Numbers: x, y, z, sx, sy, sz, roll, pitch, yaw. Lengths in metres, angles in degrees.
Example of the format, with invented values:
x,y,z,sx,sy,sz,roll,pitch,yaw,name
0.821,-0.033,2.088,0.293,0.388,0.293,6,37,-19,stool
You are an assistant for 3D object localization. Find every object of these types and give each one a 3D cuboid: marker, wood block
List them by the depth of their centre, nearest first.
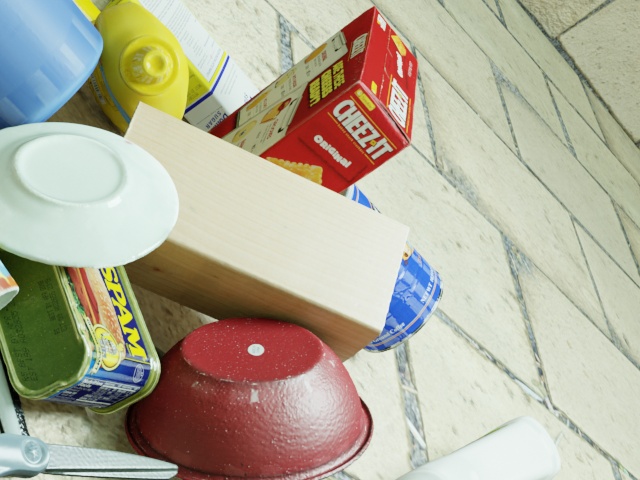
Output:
x,y,z,sx,sy,sz,roll,pitch,yaw,name
-0.186,0.075,0.609,0.020,0.020,0.121,15,47,-56,marker
-0.055,0.001,0.742,0.206,0.090,0.090,24,60,-12,wood block

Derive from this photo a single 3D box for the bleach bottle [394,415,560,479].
x,y,z,sx,sy,sz,roll,pitch,yaw,name
0.122,0.209,0.918,0.068,0.103,0.250,59,23,18,bleach bottle

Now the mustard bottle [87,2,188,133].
x,y,z,sx,sy,sz,roll,pitch,yaw,name
-0.135,-0.125,0.785,0.192,0.058,0.096,-159,-130,-72,mustard bottle

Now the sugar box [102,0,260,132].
x,y,z,sx,sy,sz,roll,pitch,yaw,name
-0.123,-0.164,0.993,0.176,0.048,0.093,51,24,-21,sugar box

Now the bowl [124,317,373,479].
x,y,z,sx,sy,sz,roll,pitch,yaw,name
-0.044,0.093,0.685,0.162,0.162,0.055,-53,149,-65,bowl

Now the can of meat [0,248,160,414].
x,y,z,sx,sy,sz,roll,pitch,yaw,name
-0.150,0.049,0.639,0.102,0.057,0.083,66,12,19,can of meat

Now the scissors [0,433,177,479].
x,y,z,sx,sy,sz,roll,pitch,yaw,name
-0.147,0.116,0.499,0.201,0.016,0.096,32,38,-34,scissors

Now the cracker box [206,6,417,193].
x,y,z,sx,sy,sz,roll,pitch,yaw,name
-0.024,-0.076,0.860,0.072,0.214,0.164,47,26,-20,cracker box

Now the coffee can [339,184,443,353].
x,y,z,sx,sy,sz,roll,pitch,yaw,name
0.031,0.021,0.981,0.140,0.103,0.102,45,26,-24,coffee can

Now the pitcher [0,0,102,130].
x,y,z,sx,sy,sz,roll,pitch,yaw,name
-0.258,-0.181,0.678,0.242,0.145,0.149,48,37,-26,pitcher
